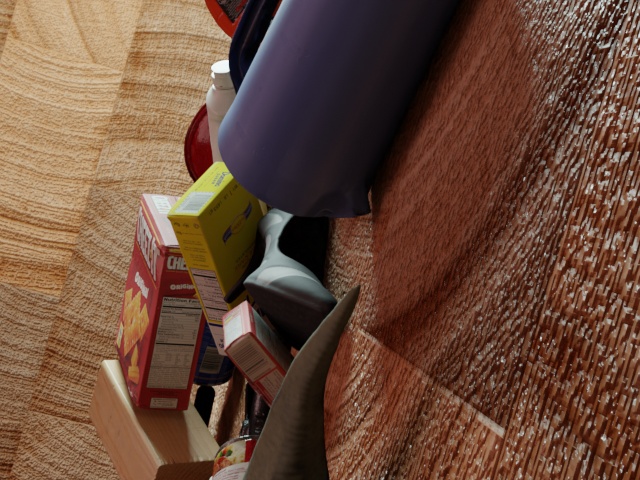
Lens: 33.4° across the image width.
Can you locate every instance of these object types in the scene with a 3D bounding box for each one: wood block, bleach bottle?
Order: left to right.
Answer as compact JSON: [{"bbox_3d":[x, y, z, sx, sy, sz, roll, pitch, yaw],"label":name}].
[{"bbox_3d":[-0.202,0.239,1.301,0.206,0.090,0.090,47,126,48],"label":"wood block"},{"bbox_3d":[-0.085,-0.073,1.166,0.102,0.068,0.251,-82,-13,-54],"label":"bleach bottle"}]

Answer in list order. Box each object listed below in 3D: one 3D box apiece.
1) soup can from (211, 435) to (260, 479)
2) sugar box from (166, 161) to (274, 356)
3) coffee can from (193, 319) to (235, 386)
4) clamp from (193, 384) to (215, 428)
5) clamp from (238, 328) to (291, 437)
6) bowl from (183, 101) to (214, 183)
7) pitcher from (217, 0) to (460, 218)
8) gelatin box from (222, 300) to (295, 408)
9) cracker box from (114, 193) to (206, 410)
[{"bbox_3d":[-0.051,0.207,0.802,0.102,0.068,0.069,-88,16,-52],"label":"soup can"},{"bbox_3d":[-0.085,0.021,1.050,0.093,0.048,0.176,-52,-46,-41],"label":"sugar box"},{"bbox_3d":[-0.145,0.105,1.400,0.103,0.102,0.140,-96,23,-66],"label":"coffee can"},{"bbox_3d":[-0.172,0.279,1.460,0.210,0.036,0.164,141,139,-78],"label":"clamp"},{"bbox_3d":[-0.056,0.177,0.969,0.120,0.039,0.171,105,174,-63],"label":"clamp"},{"bbox_3d":[-0.076,-0.104,1.254,0.055,0.161,0.162,53,130,50],"label":"bowl"},{"bbox_3d":[0.014,-0.149,0.798,0.145,0.149,0.243,-78,12,-47],"label":"pitcher"},{"bbox_3d":[-0.045,0.102,0.884,0.030,0.089,0.073,-36,18,5],"label":"gelatin box"},{"bbox_3d":[-0.190,0.072,1.284,0.164,0.072,0.214,-129,47,-59],"label":"cracker box"}]
